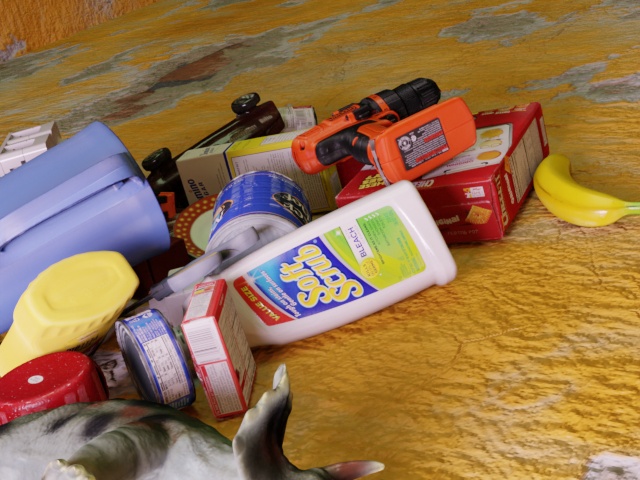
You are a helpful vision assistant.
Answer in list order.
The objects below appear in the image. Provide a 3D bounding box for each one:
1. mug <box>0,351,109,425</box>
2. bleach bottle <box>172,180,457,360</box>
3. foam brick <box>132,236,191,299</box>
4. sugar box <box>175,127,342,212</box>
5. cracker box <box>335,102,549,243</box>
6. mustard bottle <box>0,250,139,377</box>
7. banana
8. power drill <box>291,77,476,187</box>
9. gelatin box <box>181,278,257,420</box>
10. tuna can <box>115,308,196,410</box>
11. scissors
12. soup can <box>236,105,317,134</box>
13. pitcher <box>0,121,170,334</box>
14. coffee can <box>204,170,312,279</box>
[{"bbox_3d":[-0.196,0.132,0.821,0.093,0.081,0.117,-6,23,23],"label":"mug"},{"bbox_3d":[-0.015,0.045,0.921,0.250,0.102,0.068,-27,-3,-6],"label":"bleach bottle"},{"bbox_3d":[-0.178,0.028,1.115,0.078,0.053,0.051,8,31,44],"label":"foam brick"},{"bbox_3d":[-0.070,-0.070,1.230,0.176,0.093,0.048,-6,22,21],"label":"sugar box"},{"bbox_3d":[0.134,-0.066,1.108,0.164,0.072,0.213,-6,24,28],"label":"cracker box"},{"bbox_3d":[-0.222,0.083,0.895,0.096,0.058,0.192,-29,-13,-39],"label":"mustard bottle"},{"bbox_3d":[0.245,-0.048,1.037,0.069,0.037,0.198,-1,20,-12],"label":"banana"},{"bbox_3d":[0.079,-0.115,1.092,0.184,0.057,0.188,-30,19,-16],"label":"power drill"},{"bbox_3d":[-0.080,0.086,0.847,0.030,0.089,0.073,-14,21,8],"label":"gelatin box"},{"bbox_3d":[-0.132,0.098,0.857,0.033,0.086,0.086,-22,22,-21],"label":"tuna can"},{"bbox_3d":[-0.139,0.045,0.928,0.202,0.016,0.096,-31,4,20],"label":"scissors"},{"bbox_3d":[-0.058,-0.143,1.414,0.102,0.068,0.068,-5,19,-9],"label":"soup can"},{"bbox_3d":[-0.260,0.004,0.916,0.242,0.149,0.145,-32,44,-21],"label":"pitcher"},{"bbox_3d":[-0.057,0.001,1.025,0.103,0.103,0.140,-14,21,4],"label":"coffee can"}]
